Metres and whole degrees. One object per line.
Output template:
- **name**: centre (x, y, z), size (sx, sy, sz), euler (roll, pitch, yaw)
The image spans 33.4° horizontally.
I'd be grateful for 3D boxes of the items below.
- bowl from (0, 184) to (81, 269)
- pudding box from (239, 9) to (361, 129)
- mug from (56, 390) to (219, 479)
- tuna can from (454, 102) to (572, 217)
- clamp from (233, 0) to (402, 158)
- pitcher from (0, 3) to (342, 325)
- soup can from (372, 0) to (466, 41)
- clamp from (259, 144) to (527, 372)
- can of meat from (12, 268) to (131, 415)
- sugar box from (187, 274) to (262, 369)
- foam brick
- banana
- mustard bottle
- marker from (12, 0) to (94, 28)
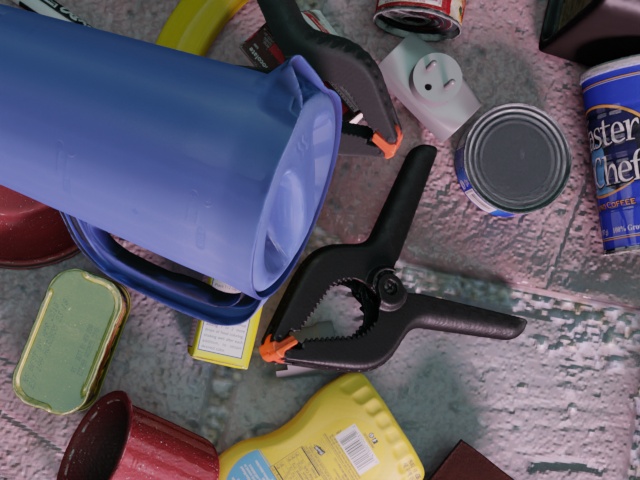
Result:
- **bowl**: centre (-0.219, -0.061, 0.767), size (0.162, 0.055, 0.162), euler (1, 85, -7)
- **pudding box**: centre (-0.002, -0.121, 0.771), size (0.039, 0.113, 0.090), euler (-38, 92, 23)
- **mug**: centre (-0.132, 0.168, 0.742), size (0.081, 0.093, 0.117), euler (31, 124, -28)
- **tuna can**: centre (0.148, -0.061, 0.826), size (0.086, 0.034, 0.086), euler (1, 85, -8)
- **clamp**: centre (-0.015, -0.118, 0.690), size (0.171, 0.039, 0.120), euler (27, 125, 0)
- **pitcher**: centre (-0.119, -0.055, 0.669), size (0.243, 0.145, 0.149), euler (20, 77, 13)
- **soup can**: centre (0.081, -0.211, 0.812), size (0.068, 0.068, 0.102), euler (10, 84, -7)
- **clamp**: centre (0.052, 0.043, 0.780), size (0.209, 0.036, 0.164), euler (-35, 92, -28)
- **can of meat**: centre (-0.173, 0.070, 0.747), size (0.057, 0.084, 0.102), euler (20, 83, -6)
- **sugar box**: centre (-0.055, 0.001, 0.764), size (0.048, 0.093, 0.176), euler (15, 84, -7)
- **foam brick**: centre (0.102, 0.194, 0.780), size (0.051, 0.053, 0.078), euler (36, 80, 28)
- **banana**: centre (-0.077, -0.163, 0.796), size (0.070, 0.037, 0.198), euler (42, 85, 22)
- **mustard bottle**: centre (-0.027, 0.182, 0.770), size (0.191, 0.058, 0.096), euler (-32, 89, -9)
- **marker**: centre (-0.182, -0.157, 0.797), size (0.121, 0.020, 0.020), euler (34, 82, -4)
